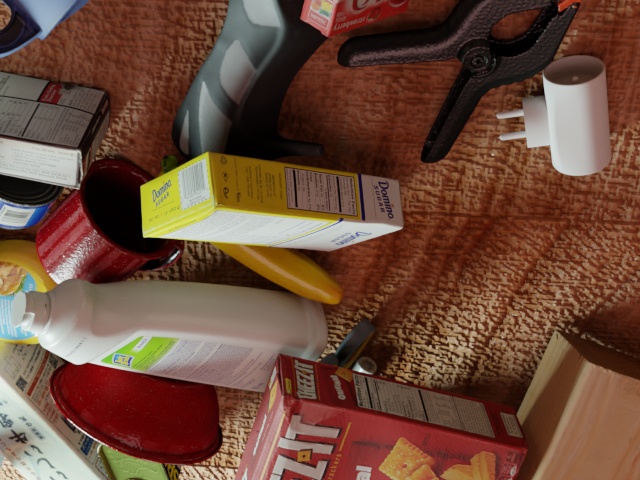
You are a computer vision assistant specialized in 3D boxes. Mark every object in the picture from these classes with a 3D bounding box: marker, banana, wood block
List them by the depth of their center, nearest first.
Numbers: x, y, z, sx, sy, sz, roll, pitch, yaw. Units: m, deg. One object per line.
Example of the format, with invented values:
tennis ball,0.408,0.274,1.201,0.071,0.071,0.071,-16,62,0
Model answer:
banana,-0.066,-0.005,0.866,0.197,0.070,0.037,37,85,-27
wood block,0.211,0.194,0.913,0.090,0.091,0.206,20,101,-10
marker,0.019,0.154,1.003,0.020,0.020,0.121,22,128,-10

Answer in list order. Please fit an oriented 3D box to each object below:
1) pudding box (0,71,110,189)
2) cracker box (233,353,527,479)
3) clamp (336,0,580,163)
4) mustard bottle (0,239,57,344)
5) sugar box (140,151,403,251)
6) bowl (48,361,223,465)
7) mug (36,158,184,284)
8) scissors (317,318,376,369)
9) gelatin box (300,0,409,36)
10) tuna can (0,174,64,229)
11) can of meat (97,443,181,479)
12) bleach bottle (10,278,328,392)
pudding box,-0.223,-0.086,0.803,0.113,0.090,0.039,9,128,-1
cracker box,0.044,0.201,0.893,0.213,0.072,0.164,14,113,-11
clamp,0.111,-0.126,0.763,0.172,0.039,0.120,-21,131,20
mustard bottle,-0.275,0.043,0.929,0.191,0.058,0.096,7,118,1
sugar box,-0.033,-0.025,0.788,0.175,0.048,0.094,2,166,-41
bowl,-0.150,0.126,0.932,0.162,0.162,0.055,22,105,-10
mug,-0.167,-0.003,0.869,0.117,0.093,0.082,20,136,-38
scissors,-0.012,0.147,0.966,0.016,0.096,0.202,42,125,14
gelatin box,0.032,-0.180,0.702,0.030,0.089,0.073,37,131,25
tuna can,-0.246,-0.051,0.836,0.086,0.086,0.034,31,127,-16
can of meat,-0.165,0.193,1.016,0.057,0.084,0.102,-5,127,10
bleach bottle,-0.122,0.069,0.864,0.250,0.068,0.103,13,136,-35
